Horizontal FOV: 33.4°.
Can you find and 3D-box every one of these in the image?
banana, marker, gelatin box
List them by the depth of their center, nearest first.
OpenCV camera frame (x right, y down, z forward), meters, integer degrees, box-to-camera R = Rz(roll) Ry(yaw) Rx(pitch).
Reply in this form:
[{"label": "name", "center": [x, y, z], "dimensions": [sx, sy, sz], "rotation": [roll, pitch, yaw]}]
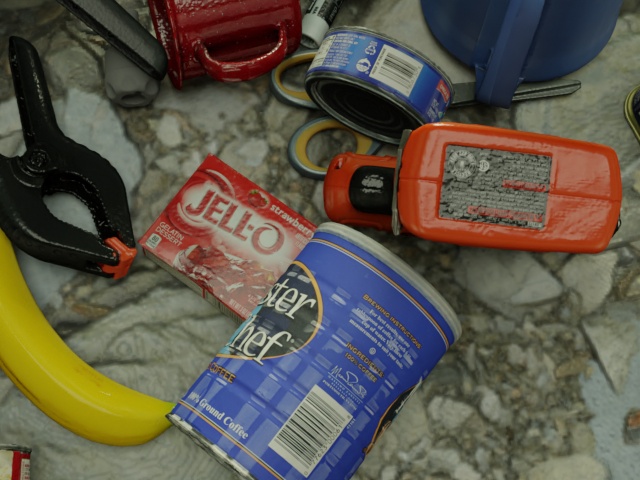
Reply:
[{"label": "banana", "center": [-0.159, 0.058, 0.631], "dimensions": [0.198, 0.037, 0.069], "rotation": [42, 53, 6]}, {"label": "gelatin box", "center": [-0.054, 0.001, 0.651], "dimensions": [0.089, 0.030, 0.073], "rotation": [36, 76, 6]}, {"label": "marker", "center": [0.018, -0.181, 0.710], "dimensions": [0.020, 0.020, 0.121], "rotation": [26, 75, 4]}]

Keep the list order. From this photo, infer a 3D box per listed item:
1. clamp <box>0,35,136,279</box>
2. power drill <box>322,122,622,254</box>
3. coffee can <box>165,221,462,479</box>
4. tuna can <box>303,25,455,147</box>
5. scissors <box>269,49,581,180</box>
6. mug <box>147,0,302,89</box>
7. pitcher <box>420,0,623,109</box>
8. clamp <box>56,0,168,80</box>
[{"label": "clamp", "center": [-0.183, -0.039, 0.641], "dimensions": [0.120, 0.039, 0.171], "rotation": [-33, 76, -25]}, {"label": "power drill", "center": [0.098, -0.021, 0.586], "dimensions": [0.184, 0.188, 0.057], "rotation": [4, 89, -4]}, {"label": "coffee can", "center": [-0.003, 0.075, 0.597], "dimensions": [0.103, 0.103, 0.140], "rotation": [37, 76, 7]}, {"label": "tuna can", "center": [0.034, -0.089, 0.634], "dimensions": [0.086, 0.086, 0.033], "rotation": [25, 78, 4]}, {"label": "scissors", "center": [0.064, -0.075, 0.686], "dimensions": [0.201, 0.016, 0.096], "rotation": [10, 76, 0]}, {"label": "mug", "center": [-0.057, -0.140, 0.654], "dimensions": [0.081, 0.093, 0.117], "rotation": [-15, 48, -12]}, {"label": "pitcher", "center": [0.133, -0.195, 0.602], "dimensions": [0.145, 0.243, 0.149], "rotation": [-25, 71, -10]}, {"label": "clamp", "center": [-0.200, -0.168, 0.620], "dimensions": [0.164, 0.036, 0.210], "rotation": [-23, 93, -17]}]
